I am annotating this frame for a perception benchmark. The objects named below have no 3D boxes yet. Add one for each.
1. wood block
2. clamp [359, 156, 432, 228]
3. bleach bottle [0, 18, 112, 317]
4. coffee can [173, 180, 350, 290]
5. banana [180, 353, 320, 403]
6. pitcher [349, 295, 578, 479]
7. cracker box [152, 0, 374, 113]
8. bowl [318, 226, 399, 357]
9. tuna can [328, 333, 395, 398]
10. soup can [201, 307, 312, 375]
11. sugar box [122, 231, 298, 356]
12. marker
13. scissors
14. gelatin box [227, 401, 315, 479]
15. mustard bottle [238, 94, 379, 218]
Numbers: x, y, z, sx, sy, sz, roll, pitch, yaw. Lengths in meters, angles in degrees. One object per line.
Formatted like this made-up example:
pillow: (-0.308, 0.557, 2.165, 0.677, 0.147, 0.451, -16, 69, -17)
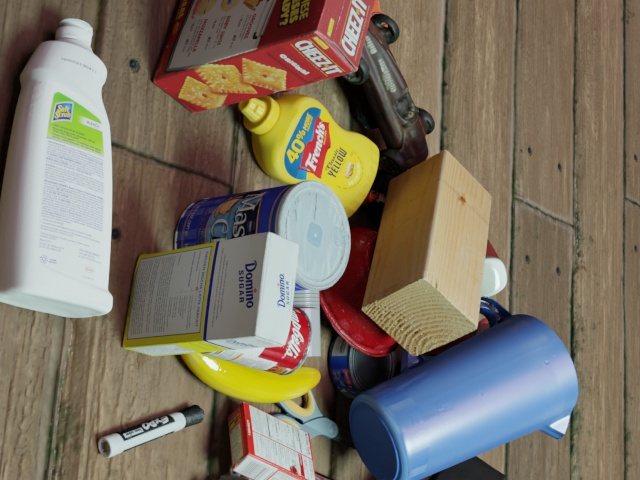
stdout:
wood block: (0.121, 0.011, 1.170, 0.090, 0.090, 0.206, 42, 39, -24)
clamp: (0.107, -0.059, 1.317, 0.171, 0.039, 0.120, 15, 72, -48)
bleach bottle: (-0.217, -0.066, 0.911, 0.102, 0.068, 0.251, 21, 67, -47)
coffee can: (-0.057, 0.001, 1.030, 0.102, 0.141, 0.103, 10, 77, -49)
banana: (-0.076, 0.123, 1.057, 0.197, 0.037, 0.069, 35, 70, -34)
pitcher: (0.152, 0.172, 1.193, 0.242, 0.149, 0.145, -19, 119, -28)
cracker box: (-0.047, -0.221, 1.017, 0.072, 0.214, 0.164, 36, 58, -42)
bowl: (0.063, 0.046, 1.201, 0.161, 0.055, 0.162, 30, 45, -36)
tuna can: (0.047, 0.138, 1.220, 0.085, 0.034, 0.086, 10, 77, -49)
soup can: (-0.067, 0.084, 1.010, 0.102, 0.069, 0.068, 21, 68, -40)
sugar box: (-0.099, 0.051, 0.944, 0.048, 0.177, 0.093, 24, 66, -46)
marker: (-0.153, 0.174, 0.985, 0.120, 0.020, 0.020, -12, 94, -50)
scissors: (-0.003, 0.218, 1.161, 0.201, 0.016, 0.096, 50, 52, -33)
gelatin box: (-0.048, 0.210, 1.057, 0.089, 0.030, 0.073, 31, 25, -27)
mustard bottle: (-0.019, -0.103, 1.154, 0.191, 0.058, 0.096, 32, 80, -42)
